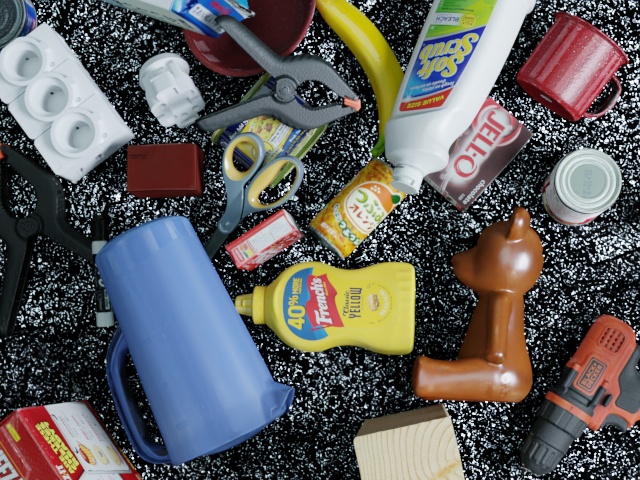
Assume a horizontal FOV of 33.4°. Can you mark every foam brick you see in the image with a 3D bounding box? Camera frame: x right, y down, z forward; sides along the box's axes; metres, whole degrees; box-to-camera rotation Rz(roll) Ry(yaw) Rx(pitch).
[{"bbox_3d":[-0.169,-0.076,1.171,0.078,0.051,0.053,0,84,5],"label":"foam brick"}]

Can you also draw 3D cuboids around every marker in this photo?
[{"bbox_3d":[-0.237,0.032,1.155,0.020,0.020,0.121,-4,92,5],"label":"marker"}]

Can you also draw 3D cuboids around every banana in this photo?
[{"bbox_3d":[0.055,-0.187,1.156,0.069,0.037,0.198,-12,75,-39],"label":"banana"}]

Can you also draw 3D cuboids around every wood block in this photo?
[{"bbox_3d":[0.090,0.217,1.040,0.091,0.206,0.090,-12,84,4],"label":"wood block"}]

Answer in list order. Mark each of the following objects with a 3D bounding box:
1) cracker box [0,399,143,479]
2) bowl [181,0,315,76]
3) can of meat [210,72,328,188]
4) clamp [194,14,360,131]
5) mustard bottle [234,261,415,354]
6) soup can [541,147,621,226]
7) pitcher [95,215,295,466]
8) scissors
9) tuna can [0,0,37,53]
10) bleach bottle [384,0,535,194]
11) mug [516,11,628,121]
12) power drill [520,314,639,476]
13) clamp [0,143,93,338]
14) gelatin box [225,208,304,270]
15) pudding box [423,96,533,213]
[{"bbox_3d":[-0.247,0.247,1.067,0.072,0.213,0.164,-37,83,1],"label":"cracker box"},{"bbox_3d":[-0.070,-0.251,1.163,0.162,0.055,0.162,-3,82,22],"label":"bowl"},{"bbox_3d":[-0.054,-0.119,1.161,0.084,0.057,0.102,41,90,5],"label":"can of meat"},{"bbox_3d":[-0.042,-0.169,1.103,0.171,0.039,0.120,2,112,-8],"label":"clamp"},{"bbox_3d":[0.004,0.070,1.136,0.191,0.058,0.096,1,76,6],"label":"mustard bottle"},{"bbox_3d":[0.268,-0.054,1.100,0.068,0.102,0.068,-1,84,5],"label":"soup can"},{"bbox_3d":[-0.148,0.107,1.112,0.149,0.145,0.243,-22,82,-26],"label":"pitcher"},{"bbox_3d":[-0.106,-0.037,1.147,0.202,0.016,0.096,-37,90,20],"label":"scissors"},{"bbox_3d":[-0.370,-0.252,1.216,0.086,0.033,0.086,-1,85,6],"label":"tuna can"},{"bbox_3d":[0.136,-0.163,1.107,0.103,0.068,0.250,12,71,32],"label":"bleach bottle"},{"bbox_3d":[0.269,-0.174,1.126,0.117,0.093,0.081,34,94,-29],"label":"mug"},{"bbox_3d":[0.321,0.196,1.094,0.188,0.057,0.184,31,88,7],"label":"power drill"},{"bbox_3d":[-0.307,-0.014,1.186,0.164,0.036,0.210,-17,87,2],"label":"clamp"},{"bbox_3d":[-0.057,0.001,1.134,0.073,0.089,0.030,-33,84,2],"label":"gelatin box"},{"bbox_3d":[0.158,-0.100,1.147,0.090,0.039,0.113,41,89,8],"label":"pudding box"}]
